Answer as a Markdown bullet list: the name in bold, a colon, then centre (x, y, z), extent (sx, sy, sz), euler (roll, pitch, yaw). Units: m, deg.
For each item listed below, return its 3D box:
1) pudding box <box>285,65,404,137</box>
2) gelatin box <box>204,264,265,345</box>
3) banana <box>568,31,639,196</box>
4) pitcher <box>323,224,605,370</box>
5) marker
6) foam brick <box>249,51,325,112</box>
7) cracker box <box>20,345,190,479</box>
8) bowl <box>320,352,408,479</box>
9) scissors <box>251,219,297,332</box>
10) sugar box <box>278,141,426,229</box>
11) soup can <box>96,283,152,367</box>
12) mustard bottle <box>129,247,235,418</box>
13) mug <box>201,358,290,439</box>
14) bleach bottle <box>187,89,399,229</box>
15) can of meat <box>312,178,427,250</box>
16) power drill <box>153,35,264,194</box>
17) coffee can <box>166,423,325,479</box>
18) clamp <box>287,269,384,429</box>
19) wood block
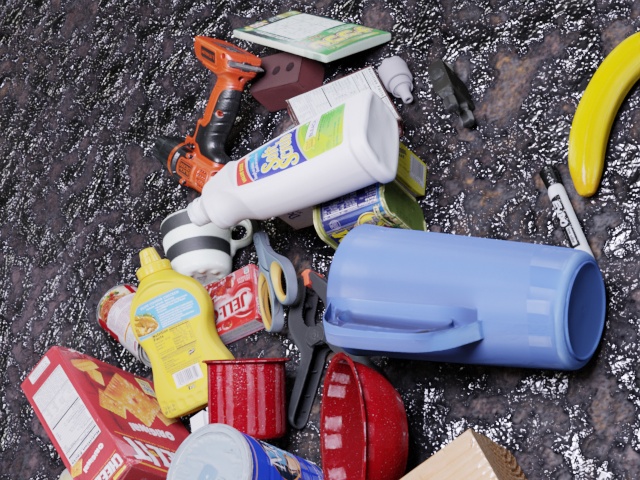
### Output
- **pudding box**: centre (0.028, -0.141, 1.226), extent (0.113, 0.039, 0.090), euler (-22, 57, -4)
- **gelatin box**: centre (-0.103, 0.078, 1.245), extent (0.089, 0.030, 0.073), euler (-26, 54, 26)
- **banana**: centre (0.290, -0.137, 1.049), extent (0.070, 0.037, 0.198), euler (34, 89, 45)
- **pitcher**: centre (0.130, 0.060, 1.000), extent (0.243, 0.144, 0.149), euler (3, 66, 36)
- **marker**: centre (0.239, -0.026, 1.041), extent (0.020, 0.020, 0.121), euler (-30, 51, 22)
- **foam brick**: centre (-0.041, -0.200, 1.333), extent (0.078, 0.051, 0.053), euler (-8, 62, 35)
- **cracker box**: centre (-0.210, 0.217, 1.162), extent (0.072, 0.164, 0.214), euler (-52, 46, 5)
- **bowl**: centre (0.044, 0.187, 1.021), extent (0.162, 0.055, 0.162), euler (-179, 90, -76)
- **scissors**: centre (-0.058, 0.001, 1.194), extent (0.096, 0.016, 0.202), euler (-36, 59, 59)
- **sugar box**: centre (0.020, -0.066, 1.184), extent (0.177, 0.093, 0.048), euler (-11, 59, 33)
- **soup can**: centre (-0.217, 0.103, 1.296), extent (0.102, 0.068, 0.068), euler (31, 87, 43)
- **mustard bottle**: centre (-0.164, 0.097, 1.211), extent (0.096, 0.058, 0.192), euler (-25, 79, 11)
- **mug**: centre (-0.075, 0.166, 1.125), extent (0.093, 0.117, 0.081), euler (-2, 85, 6)
- **bleach bottle**: centre (-0.039, -0.065, 1.118), extent (0.251, 0.068, 0.102), euler (-23, 39, 29)
- **can of meat**: centre (0.054, -0.023, 1.129), extent (0.084, 0.102, 0.057), euler (-20, 55, 27)
- **power drill**: centre (-0.146, -0.159, 1.354), extent (0.185, 0.057, 0.188), euler (33, 113, 49)
- **coffee can**: centre (-0.068, 0.248, 1.049), extent (0.103, 0.140, 0.103), euler (-18, 57, 30)
- **clamp**: centre (-0.002, 0.115, 1.142), extent (0.120, 0.039, 0.171), euler (-32, 51, 17)
- **wood block**: centre (0.091, 0.270, 0.949), extent (0.206, 0.090, 0.091), euler (-39, 49, 14)
